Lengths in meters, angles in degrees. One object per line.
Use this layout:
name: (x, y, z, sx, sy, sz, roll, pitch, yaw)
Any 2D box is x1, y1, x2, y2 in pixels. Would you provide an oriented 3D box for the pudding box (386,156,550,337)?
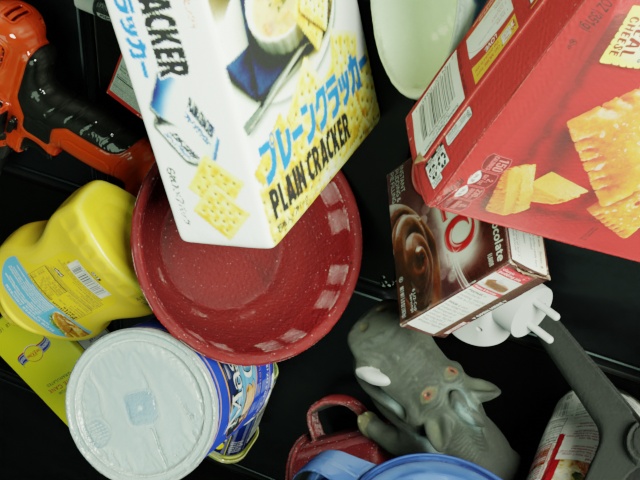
pudding box: (0.084, -0.011, 0.629, 0.039, 0.113, 0.090, 18, 143, -33)

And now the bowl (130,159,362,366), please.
bowl: (-0.055, 0.001, 0.704, 0.162, 0.162, 0.055, 54, 156, -14)

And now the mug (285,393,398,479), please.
mug: (0.029, 0.171, 0.810, 0.082, 0.093, 0.117, -23, 88, 34)

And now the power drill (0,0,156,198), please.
power drill: (-0.189, -0.060, 0.785, 0.187, 0.057, 0.185, 35, 136, 2)

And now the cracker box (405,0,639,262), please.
cracker box: (0.172, -0.063, 0.498, 0.213, 0.072, 0.164, 14, 137, -21)

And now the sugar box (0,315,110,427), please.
sugar box: (-0.205, 0.120, 0.931, 0.094, 0.048, 0.176, -31, 102, 41)

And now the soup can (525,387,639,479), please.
soup can: (0.174, 0.150, 0.695, 0.069, 0.102, 0.068, 15, 128, 20)

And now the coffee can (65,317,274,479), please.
coffee can: (-0.099, 0.101, 0.739, 0.103, 0.140, 0.103, 1, 95, 13)

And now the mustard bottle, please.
mustard bottle: (-0.183, 0.027, 0.771, 0.192, 0.058, 0.096, -24, 116, 45)
